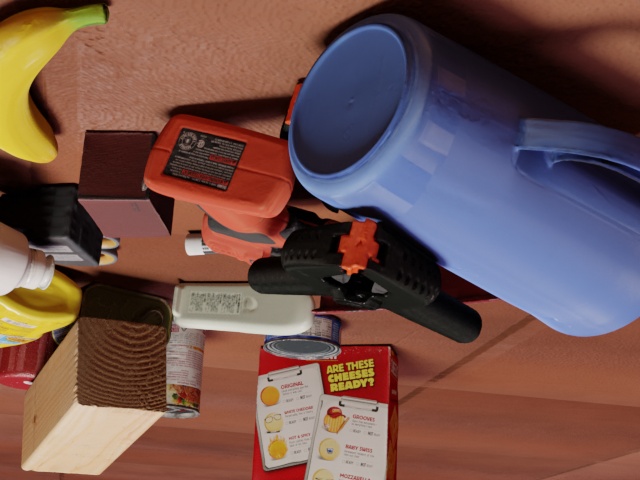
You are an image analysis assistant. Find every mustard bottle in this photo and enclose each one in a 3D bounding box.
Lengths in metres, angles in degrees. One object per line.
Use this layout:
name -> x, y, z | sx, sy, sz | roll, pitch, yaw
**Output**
mustard bottle -> -0.322, 0.072, 1.085 | 0.096, 0.058, 0.192 | 19, 155, -30

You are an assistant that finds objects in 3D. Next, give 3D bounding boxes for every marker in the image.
marker -> -0.056, 0.001, 0.913 | 0.121, 0.020, 0.020 | -2, 160, 13

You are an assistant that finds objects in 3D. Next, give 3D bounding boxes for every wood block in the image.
wood block -> -0.232, 0.162, 1.079 | 0.090, 0.091, 0.206 | 10, 149, -26

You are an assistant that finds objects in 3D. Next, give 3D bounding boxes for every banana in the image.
banana -> -0.182, -0.090, 0.651 | 0.069, 0.037, 0.198 | 11, 159, -19

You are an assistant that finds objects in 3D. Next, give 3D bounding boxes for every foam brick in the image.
foam brick -> -0.137, -0.039, 0.767 | 0.053, 0.051, 0.078 | 1, 160, 3

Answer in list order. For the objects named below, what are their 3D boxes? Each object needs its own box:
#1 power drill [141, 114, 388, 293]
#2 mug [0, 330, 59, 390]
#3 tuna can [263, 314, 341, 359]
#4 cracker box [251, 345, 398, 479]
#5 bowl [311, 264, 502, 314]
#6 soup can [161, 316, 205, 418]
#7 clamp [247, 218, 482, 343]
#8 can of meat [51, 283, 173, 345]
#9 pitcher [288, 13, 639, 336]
power drill -> -0.026, -0.014, 0.750 | 0.185, 0.057, 0.187 | 14, 164, 22
mug -> -0.305, 0.118, 1.177 | 0.117, 0.081, 0.093 | -11, 156, 34
tuna can -> -0.019, 0.104, 1.169 | 0.086, 0.034, 0.086 | 2, 160, 1
cracker box -> 0.007, 0.237, 1.269 | 0.164, 0.213, 0.072 | -2, 161, 13
bowl -> 0.071, 0.027, 0.875 | 0.162, 0.055, 0.162 | -5, 178, 0
soup can -> -0.165, 0.143, 1.196 | 0.068, 0.102, 0.068 | 2, 160, 1
clamp -> 0.035, 0.026, 0.654 | 0.164, 0.036, 0.210 | 14, 169, -1
can of meat -> -0.220, 0.087, 1.118 | 0.101, 0.057, 0.084 | 16, 158, -33
pitcher -> 0.109, -0.038, 0.630 | 0.242, 0.145, 0.149 | 23, 116, -38
